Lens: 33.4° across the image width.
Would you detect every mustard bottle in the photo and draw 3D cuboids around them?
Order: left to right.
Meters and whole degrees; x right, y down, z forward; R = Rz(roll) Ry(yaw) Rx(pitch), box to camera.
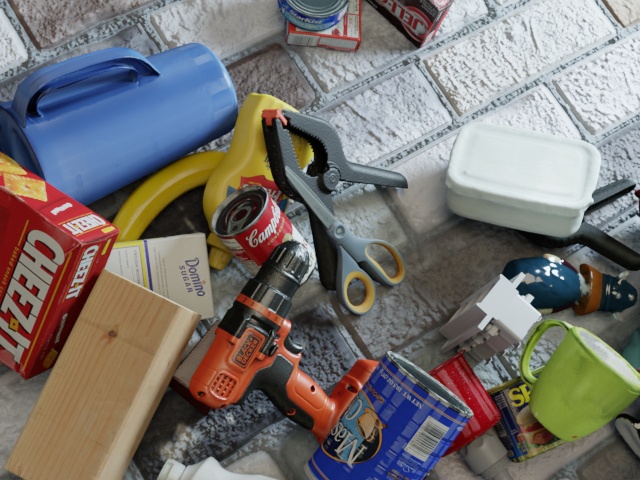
[{"bbox_3d":[-0.075,-0.057,1.160,0.096,0.058,0.191,30,82,-38],"label":"mustard bottle"}]

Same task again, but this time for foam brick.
[{"bbox_3d":[-0.113,0.132,1.106,0.053,0.051,0.078,36,69,3],"label":"foam brick"}]

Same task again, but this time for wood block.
[{"bbox_3d":[-0.206,0.143,1.030,0.091,0.090,0.206,25,85,9],"label":"wood block"}]

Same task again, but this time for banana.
[{"bbox_3d":[-0.159,-0.050,1.169,0.197,0.037,0.070,-29,78,-19],"label":"banana"}]

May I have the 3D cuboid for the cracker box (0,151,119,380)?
[{"bbox_3d":[-0.321,0.008,1.032,0.214,0.164,0.072,33,23,14],"label":"cracker box"}]

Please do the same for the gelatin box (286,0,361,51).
[{"bbox_3d":[0.005,-0.269,1.282,0.089,0.030,0.073,5,69,-9],"label":"gelatin box"}]

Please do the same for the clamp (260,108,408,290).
[{"bbox_3d":[0.010,-0.072,1.160,0.164,0.036,0.210,-49,123,-27],"label":"clamp"}]

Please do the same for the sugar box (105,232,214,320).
[{"bbox_3d":[-0.203,0.047,1.112,0.176,0.048,0.093,-6,92,-16],"label":"sugar box"}]

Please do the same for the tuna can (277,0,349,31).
[{"bbox_3d":[-0.008,-0.289,1.251,0.086,0.034,0.086,3,68,-9],"label":"tuna can"}]

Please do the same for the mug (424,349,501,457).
[{"bbox_3d":[0.126,0.180,1.121,0.117,0.093,0.081,-35,81,14],"label":"mug"}]

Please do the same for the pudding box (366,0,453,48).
[{"bbox_3d":[0.101,-0.296,1.278,0.039,0.090,0.113,-41,82,-22],"label":"pudding box"}]

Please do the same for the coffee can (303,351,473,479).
[{"bbox_3d":[0.065,0.193,1.030,0.103,0.103,0.140,36,94,3],"label":"coffee can"}]

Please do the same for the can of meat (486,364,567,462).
[{"bbox_3d":[0.235,0.183,1.153,0.102,0.057,0.084,-20,79,-16],"label":"can of meat"}]

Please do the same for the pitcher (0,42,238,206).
[{"bbox_3d":[-0.212,-0.129,1.124,0.242,0.149,0.145,-28,102,-26],"label":"pitcher"}]

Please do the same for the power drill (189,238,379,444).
[{"bbox_3d":[-0.017,0.115,1.079,0.187,0.057,0.184,35,84,-23],"label":"power drill"}]

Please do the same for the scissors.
[{"bbox_3d":[0.013,0.010,1.142,0.201,0.016,0.096,32,82,-33],"label":"scissors"}]

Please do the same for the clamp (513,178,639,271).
[{"bbox_3d":[0.299,-0.017,1.241,0.171,0.039,0.120,-4,55,-6],"label":"clamp"}]

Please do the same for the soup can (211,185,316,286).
[{"bbox_3d":[-0.057,0.001,1.105,0.068,0.069,0.102,-55,129,-22],"label":"soup can"}]
